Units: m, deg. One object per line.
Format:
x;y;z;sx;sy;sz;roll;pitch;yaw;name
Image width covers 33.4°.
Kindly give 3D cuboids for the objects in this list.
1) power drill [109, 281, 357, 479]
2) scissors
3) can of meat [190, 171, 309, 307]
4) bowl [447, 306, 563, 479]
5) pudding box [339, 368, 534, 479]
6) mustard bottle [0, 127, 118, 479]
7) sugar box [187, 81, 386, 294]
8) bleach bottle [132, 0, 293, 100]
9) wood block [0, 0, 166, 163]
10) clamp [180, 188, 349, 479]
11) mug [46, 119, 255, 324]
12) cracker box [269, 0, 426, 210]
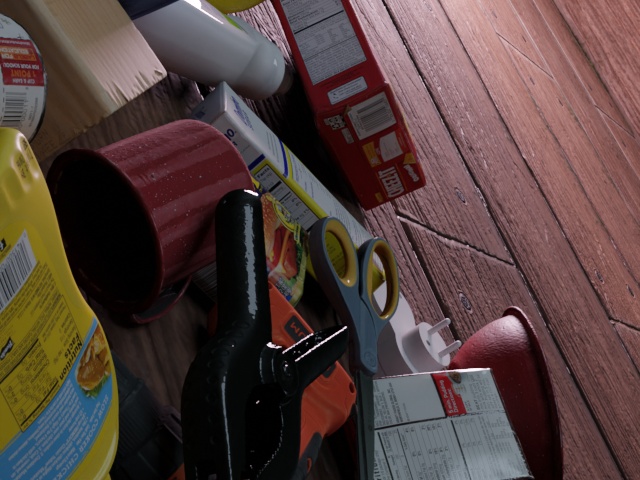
-0.053;0.096;0.577;0.184;0.057;0.187;53;27;-12;power drill
0.017;0.063;0.694;0.096;0.016;0.201;44;37;-26;scissors
-0.055;0.001;0.698;0.084;0.058;0.102;47;25;-22;can of meat
0.134;0.133;0.817;0.162;0.055;0.162;172;-90;-85;bowl
0.073;0.135;0.712;0.113;0.039;0.090;-5;53;-15;pudding box
-0.124;0.056;0.423;0.096;0.058;0.191;-64;151;-44;mustard bottle
-0.026;-0.033;0.791;0.176;0.048;0.093;43;12;-18;sugar box
-0.098;-0.155;0.800;0.103;0.068;0.250;47;16;32;bleach bottle
-0.182;-0.140;0.548;0.206;0.090;0.090;56;20;-11;wood block
-0.026;0.070;0.534;0.120;0.039;0.171;45;40;-36;clamp
-0.090;-0.007;0.589;0.093;0.117;0.081;24;35;32;mug
0.015;-0.157;0.961;0.164;0.072;0.214;57;10;-58;cracker box
